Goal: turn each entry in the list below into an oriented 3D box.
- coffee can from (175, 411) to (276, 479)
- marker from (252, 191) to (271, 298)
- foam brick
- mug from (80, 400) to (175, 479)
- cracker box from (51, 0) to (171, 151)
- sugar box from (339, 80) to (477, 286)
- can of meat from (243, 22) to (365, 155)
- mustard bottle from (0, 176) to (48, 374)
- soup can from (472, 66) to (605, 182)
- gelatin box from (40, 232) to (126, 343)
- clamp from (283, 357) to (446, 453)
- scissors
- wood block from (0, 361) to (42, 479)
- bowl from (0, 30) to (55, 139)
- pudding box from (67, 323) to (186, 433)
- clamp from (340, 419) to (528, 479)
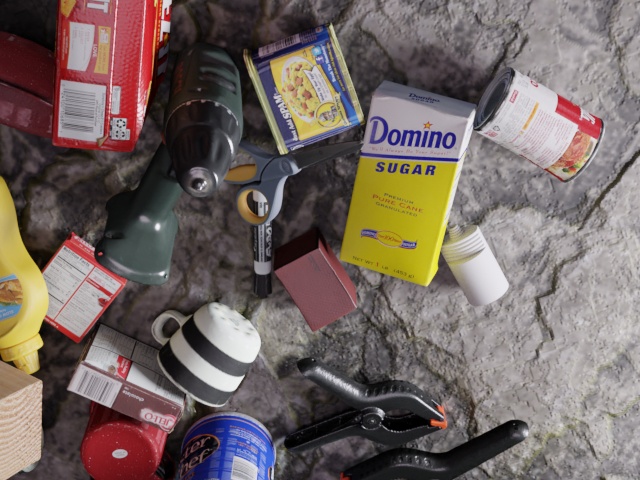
[{"bbox_3d":[-0.099,0.255,1.091,0.103,0.140,0.103,0,112,0],"label":"coffee can"},{"bbox_3d":[-0.057,0.001,1.052,0.020,0.020,0.121,1,112,0],"label":"marker"},{"bbox_3d":[-0.005,0.038,1.050,0.053,0.051,0.078,-28,110,10],"label":"foam brick"},{"bbox_3d":[-0.194,0.210,1.105,0.093,0.081,0.117,-34,108,13],"label":"mug"},{"bbox_3d":[-0.163,-0.183,0.873,0.072,0.213,0.164,7,112,-4],"label":"cracker box"},{"bbox_3d":[0.080,-0.052,0.996,0.093,0.048,0.176,16,121,12],"label":"sugar box"},{"bbox_3d":[-0.014,-0.139,0.975,0.084,0.057,0.102,-19,112,5],"label":"can of meat"},{"bbox_3d":[-0.314,0.040,1.026,0.096,0.058,0.191,-18,98,19],"label":"mustard bottle"},{"bbox_3d":[0.199,-0.106,0.981,0.102,0.068,0.069,28,110,-10],"label":"soup can"},{"bbox_3d":[-0.245,0.047,1.067,0.073,0.030,0.089,36,109,-12],"label":"gelatin box"},{"bbox_3d":[0.046,0.169,1.107,0.171,0.039,0.120,-3,128,-4],"label":"clamp"},{"bbox_3d":[-0.027,-0.052,0.964,0.202,0.016,0.096,9,124,43],"label":"scissors"},{"bbox_3d":[-0.374,0.153,1.028,0.206,0.090,0.091,19,116,27],"label":"wood block"},{"bbox_3d":[-0.273,-0.143,0.943,0.162,0.162,0.055,18,80,-7],"label":"bowl"},{"bbox_3d":[-0.188,0.137,1.071,0.113,0.090,0.039,27,108,-10],"label":"pudding box"},{"bbox_3d":[0.125,0.248,1.132,0.210,0.036,0.164,1,128,3],"label":"clamp"}]
